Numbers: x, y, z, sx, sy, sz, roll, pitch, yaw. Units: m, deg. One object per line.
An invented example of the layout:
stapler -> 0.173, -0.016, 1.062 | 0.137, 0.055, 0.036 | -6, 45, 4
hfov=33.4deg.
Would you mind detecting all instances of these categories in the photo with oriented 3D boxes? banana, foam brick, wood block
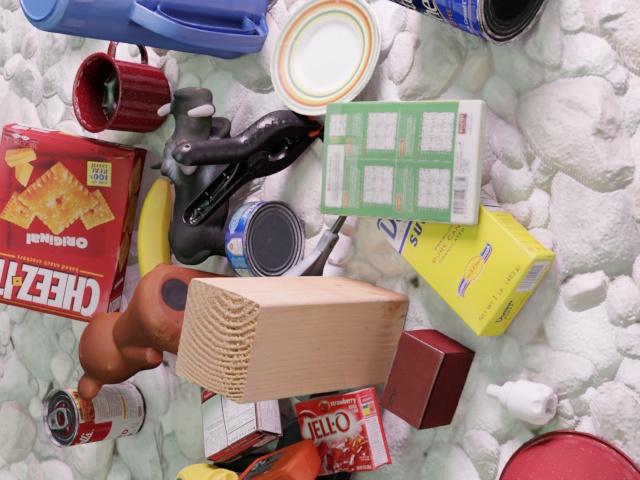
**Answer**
banana -> -0.178, 0.028, 1.237 | 0.070, 0.037, 0.198 | -22, 77, 12
foam brick -> 0.097, 0.126, 0.980 | 0.053, 0.051, 0.078 | 29, 108, 39
wood block -> -0.022, 0.086, 0.983 | 0.090, 0.205, 0.091 | 17, 101, 40

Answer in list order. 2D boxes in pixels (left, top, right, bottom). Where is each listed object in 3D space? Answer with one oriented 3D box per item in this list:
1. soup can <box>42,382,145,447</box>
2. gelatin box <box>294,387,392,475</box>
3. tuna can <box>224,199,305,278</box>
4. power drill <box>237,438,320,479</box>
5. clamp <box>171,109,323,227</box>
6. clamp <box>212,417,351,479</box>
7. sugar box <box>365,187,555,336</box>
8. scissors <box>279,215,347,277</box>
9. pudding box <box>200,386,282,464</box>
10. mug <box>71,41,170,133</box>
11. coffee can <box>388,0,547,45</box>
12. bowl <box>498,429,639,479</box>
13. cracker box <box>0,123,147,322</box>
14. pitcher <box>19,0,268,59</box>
soup can -> -0.268, 0.205, 1.267 | 0.069, 0.102, 0.068 | 0, 89, 41
gelatin box -> 0.019, 0.182, 1.009 | 0.089, 0.030, 0.073 | -17, 84, 44
tuna can -> -0.057, 0.001, 1.095 | 0.034, 0.085, 0.086 | 1, 90, 43
power drill -> 0.013, 0.279, 1.001 | 0.185, 0.057, 0.187 | -30, 97, 41
clamp -> -0.075, -0.088, 1.065 | 0.171, 0.120, 0.039 | -35, 69, -12
clamp -> -0.032, 0.239, 1.104 | 0.165, 0.036, 0.210 | 52, 122, 31
sugar box -> 0.120, -0.006, 0.965 | 0.176, 0.048, 0.093 | 46, 118, 30
scissors -> -0.005, 0.009, 1.049 | 0.016, 0.096, 0.202 | 35, 116, 23
pudding box -> -0.086, 0.169, 1.131 | 0.090, 0.039, 0.113 | -33, 52, 35
mug -> -0.229, -0.181, 1.250 | 0.093, 0.081, 0.117 | 10, 97, 41
coffee can -> 0.118, -0.241, 0.930 | 0.140, 0.102, 0.103 | 32, 110, 37
bowl -> 0.200, 0.242, 0.887 | 0.162, 0.055, 0.162 | 0, 90, 41
cracker box -> -0.310, -0.020, 1.276 | 0.164, 0.072, 0.214 | 12, 99, 4
pitcher -> -0.176, -0.255, 1.096 | 0.149, 0.242, 0.145 | -8, 88, 47
